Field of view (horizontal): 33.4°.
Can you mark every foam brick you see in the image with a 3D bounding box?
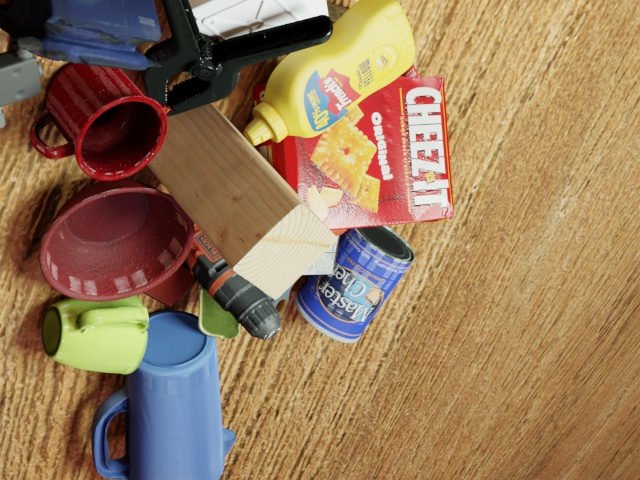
[{"bbox_3d":[-0.185,0.032,1.200,0.051,0.053,0.078,-45,146,4],"label":"foam brick"}]

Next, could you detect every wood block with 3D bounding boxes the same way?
[{"bbox_3d":[-0.089,-0.051,1.065,0.090,0.206,0.090,-44,146,2],"label":"wood block"}]

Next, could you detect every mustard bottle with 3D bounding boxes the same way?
[{"bbox_3d":[0.004,-0.156,1.047,0.191,0.058,0.096,-38,147,-12],"label":"mustard bottle"}]

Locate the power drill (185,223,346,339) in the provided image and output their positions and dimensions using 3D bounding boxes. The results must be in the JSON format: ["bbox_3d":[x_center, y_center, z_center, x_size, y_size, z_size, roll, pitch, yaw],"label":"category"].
[{"bbox_3d":[-0.058,0.001,1.196,0.187,0.184,0.057,-33,164,-29],"label":"power drill"}]

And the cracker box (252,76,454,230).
[{"bbox_3d":[0.039,-0.094,1.168,0.213,0.072,0.164,-6,93,-28],"label":"cracker box"}]

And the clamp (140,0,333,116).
[{"bbox_3d":[-0.113,-0.173,0.975,0.164,0.036,0.210,16,151,-35],"label":"clamp"}]

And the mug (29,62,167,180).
[{"bbox_3d":[-0.212,-0.111,0.986,0.117,0.082,0.093,-28,144,-21],"label":"mug"}]

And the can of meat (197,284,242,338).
[{"bbox_3d":[-0.109,0.054,1.256,0.057,0.084,0.102,10,133,4],"label":"can of meat"}]

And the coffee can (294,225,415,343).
[{"bbox_3d":[0.045,0.050,1.410,0.102,0.103,0.140,8,122,-50],"label":"coffee can"}]

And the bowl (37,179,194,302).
[{"bbox_3d":[-0.215,-0.010,1.103,0.162,0.055,0.162,-16,140,-14],"label":"bowl"}]

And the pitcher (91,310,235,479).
[{"bbox_3d":[-0.194,0.208,1.331,0.149,0.145,0.243,-54,157,-44],"label":"pitcher"}]
